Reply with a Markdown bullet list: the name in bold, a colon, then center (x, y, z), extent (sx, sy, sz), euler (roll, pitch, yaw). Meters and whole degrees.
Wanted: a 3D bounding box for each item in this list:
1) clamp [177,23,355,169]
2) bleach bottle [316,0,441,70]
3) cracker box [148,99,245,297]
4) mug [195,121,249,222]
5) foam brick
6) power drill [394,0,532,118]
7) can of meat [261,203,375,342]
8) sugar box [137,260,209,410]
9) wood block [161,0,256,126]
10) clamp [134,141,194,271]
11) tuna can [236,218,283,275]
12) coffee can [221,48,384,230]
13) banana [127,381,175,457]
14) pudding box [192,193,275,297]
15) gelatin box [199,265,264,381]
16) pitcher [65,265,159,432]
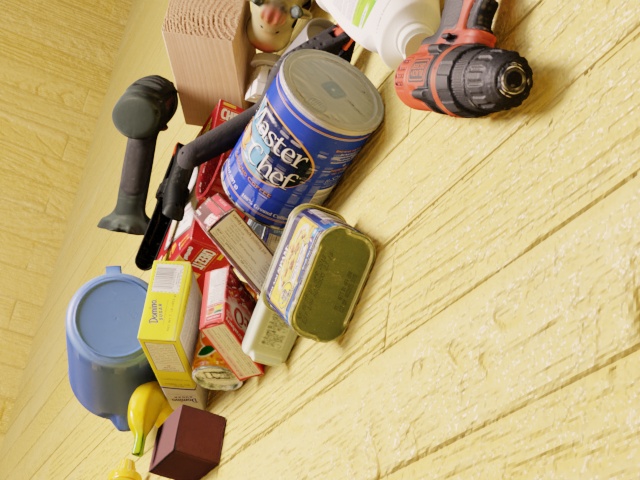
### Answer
- **clamp**: center (-0.043, -0.130, 1.074), extent (0.036, 0.164, 0.210), euler (46, 111, 33)
- **bleach bottle**: center (0.056, -0.211, 0.967), extent (0.251, 0.068, 0.103), euler (-109, 33, -57)
- **cracker box**: center (-0.144, -0.043, 1.350), extent (0.164, 0.072, 0.213), euler (-45, 30, 51)
- **mug**: center (-0.090, -0.065, 1.200), extent (0.117, 0.081, 0.093), euler (-66, 19, 11)
- **foam brick**: center (-0.137, 0.211, 1.101), extent (0.078, 0.051, 0.053), euler (-46, 29, 51)
- **power drill**: center (0.120, -0.177, 0.754), extent (0.188, 0.057, 0.185), euler (-70, 18, 2)
- **can of meat**: center (-0.002, 0.027, 0.896), extent (0.102, 0.057, 0.084), euler (-69, 21, 6)
- **sugar box**: center (-0.148, 0.105, 1.125), extent (0.176, 0.048, 0.093), euler (86, -170, -57)
- **wood block**: center (-0.134, -0.233, 1.356), extent (0.206, 0.091, 0.090), euler (86, -167, -64)
- **clamp**: center (-0.184, -0.046, 1.287), extent (0.120, 0.039, 0.171), euler (-48, 21, 35)
- **tuna can**: center (-0.057, 0.001, 1.115), extent (0.086, 0.033, 0.086), euler (-55, 23, 38)
- **coffee can**: center (-0.019, -0.092, 0.991), extent (0.140, 0.102, 0.103), euler (-54, 24, 40)
- **banana**: center (-0.188, 0.190, 1.191), extent (0.198, 0.037, 0.069), euler (38, -114, -86)
- **pudding box**: center (-0.069, 0.012, 1.014), extent (0.039, 0.113, 0.090), euler (-42, 18, -3)
- **gelatin box**: center (-0.081, 0.080, 1.028), extent (0.030, 0.089, 0.073), euler (-17, 42, 17)
- **pitcher**: center (-0.237, 0.114, 1.252), extent (0.145, 0.149, 0.243), euler (-48, -7, -21)
